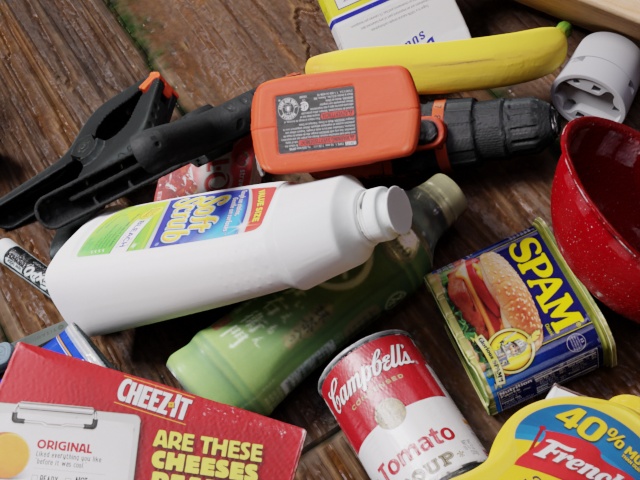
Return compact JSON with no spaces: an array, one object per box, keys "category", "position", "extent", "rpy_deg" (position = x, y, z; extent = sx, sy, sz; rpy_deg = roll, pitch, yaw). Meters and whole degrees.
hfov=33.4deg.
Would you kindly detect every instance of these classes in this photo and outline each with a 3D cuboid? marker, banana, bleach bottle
[{"category":"marker","position":[-0.198,0.030,0.776],"extent":[0.121,0.020,0.020],"rpy_deg":[28,69,36]},{"category":"banana","position":[0.090,-0.123,0.748],"extent":[0.197,0.037,0.069],"rpy_deg":[-7,15,-3]},{"category":"bleach bottle","position":[-0.054,0.001,0.671],"extent":[0.251,0.068,0.102],"rpy_deg":[-12,26,34]}]

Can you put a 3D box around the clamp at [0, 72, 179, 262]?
[{"category":"clamp","position":[-0.178,-0.058,0.811],"extent":[0.120,0.039,0.171],"rpy_deg":[18,64,37]}]

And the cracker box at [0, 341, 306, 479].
[{"category":"cracker box","position":[-0.115,0.181,0.546],"extent":[0.164,0.072,0.213],"rpy_deg":[18,62,-2]}]

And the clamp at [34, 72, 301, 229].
[{"category":"clamp","position":[-0.078,-0.071,0.717],"extent":[0.209,0.165,0.036],"rpy_deg":[-30,97,-31]}]

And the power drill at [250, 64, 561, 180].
[{"category":"power drill","position":[0.051,-0.070,0.687],"extent":[0.185,0.187,0.057],"rpy_deg":[-7,87,21]}]

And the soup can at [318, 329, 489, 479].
[{"category":"soup can","position":[0.051,0.113,0.636],"extent":[0.068,0.068,0.102],"rpy_deg":[-29,56,-5]}]

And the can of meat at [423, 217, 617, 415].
[{"category":"can of meat","position":[0.122,0.048,0.666],"extent":[0.084,0.057,0.102],"rpy_deg":[-25,56,1]}]

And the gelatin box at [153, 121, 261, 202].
[{"category":"gelatin box","position":[-0.082,-0.050,0.798],"extent":[0.073,0.030,0.089],"rpy_deg":[-3,58,13]}]

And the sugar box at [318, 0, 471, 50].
[{"category":"sugar box","position":[0.039,-0.200,0.796],"extent":[0.093,0.048,0.176],"rpy_deg":[-23,97,-1]}]
